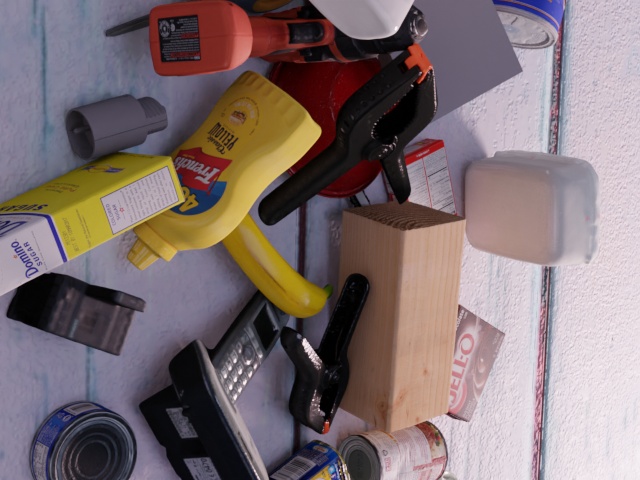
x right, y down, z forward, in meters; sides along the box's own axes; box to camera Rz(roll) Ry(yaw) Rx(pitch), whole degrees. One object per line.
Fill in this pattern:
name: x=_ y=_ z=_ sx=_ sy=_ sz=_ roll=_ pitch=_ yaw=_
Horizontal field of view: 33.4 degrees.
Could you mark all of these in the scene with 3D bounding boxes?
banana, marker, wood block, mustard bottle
banana: x=-0.052 y=0.014 z=0.981 sx=0.037 sy=0.069 sz=0.197 roll=-33 pitch=123 yaw=15
marker: x=0.040 y=-0.040 z=1.081 sx=0.020 sy=0.020 sz=0.121 roll=-47 pitch=124 yaw=-26
wood block: x=0.077 y=0.073 z=1.066 sx=0.090 sy=0.091 sz=0.206 roll=-10 pitch=110 yaw=-39
mustard bottle: x=-0.093 y=-0.051 z=0.904 sx=0.191 sy=0.096 sz=0.058 roll=-48 pitch=143 yaw=-2

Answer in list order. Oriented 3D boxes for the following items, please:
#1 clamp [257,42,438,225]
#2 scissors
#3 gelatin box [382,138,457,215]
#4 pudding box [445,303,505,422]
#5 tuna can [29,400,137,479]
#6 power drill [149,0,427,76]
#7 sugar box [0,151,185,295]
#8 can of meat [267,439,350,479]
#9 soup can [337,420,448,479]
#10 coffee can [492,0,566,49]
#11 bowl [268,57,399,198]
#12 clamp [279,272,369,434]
clamp: x=0.052 y=-0.088 z=0.940 sx=0.164 sy=0.210 sz=0.036 roll=-7 pitch=57 yaw=-38
scissors: x=-0.089 y=-0.205 z=0.935 sx=0.201 sy=0.096 sz=0.016 roll=-26 pitch=80 yaw=-6
gelatin box: x=0.105 y=-0.055 z=1.129 sx=0.073 sy=0.030 sz=0.089 roll=-28 pitch=114 yaw=-37
pudding box: x=0.150 y=0.135 z=1.192 sx=0.089 sy=0.039 sz=0.113 roll=32 pitch=75 yaw=-39
tuna can: x=-0.197 y=0.180 z=0.897 sx=0.085 sy=0.034 sz=0.086 roll=-8 pitch=102 yaw=-40
power drill: x=-0.031 y=-0.168 z=0.877 sx=0.187 sy=0.185 sz=0.057 roll=-12 pitch=101 yaw=-47
sugar box: x=-0.203 y=-0.017 z=0.822 sx=0.175 sy=0.094 sz=0.048 roll=-29 pitch=113 yaw=-35
can of meat: x=-0.013 y=0.261 z=1.057 sx=0.083 sy=0.058 sz=0.102 roll=-31 pitch=117 yaw=-37
soup can: x=0.076 y=0.230 z=1.122 sx=0.102 sy=0.069 sz=0.068 roll=-3 pitch=99 yaw=-41
coffee can: x=0.221 y=-0.290 z=1.145 sx=0.102 sy=0.103 sz=0.140 roll=22 pitch=82 yaw=-41
bowl: x=0.027 y=-0.122 z=1.015 sx=0.161 sy=0.055 sz=0.162 roll=4 pitch=84 yaw=-39
clamp: x=-0.005 y=0.122 z=1.017 sx=0.120 sy=0.039 sz=0.171 roll=-21 pitch=129 yaw=-44
